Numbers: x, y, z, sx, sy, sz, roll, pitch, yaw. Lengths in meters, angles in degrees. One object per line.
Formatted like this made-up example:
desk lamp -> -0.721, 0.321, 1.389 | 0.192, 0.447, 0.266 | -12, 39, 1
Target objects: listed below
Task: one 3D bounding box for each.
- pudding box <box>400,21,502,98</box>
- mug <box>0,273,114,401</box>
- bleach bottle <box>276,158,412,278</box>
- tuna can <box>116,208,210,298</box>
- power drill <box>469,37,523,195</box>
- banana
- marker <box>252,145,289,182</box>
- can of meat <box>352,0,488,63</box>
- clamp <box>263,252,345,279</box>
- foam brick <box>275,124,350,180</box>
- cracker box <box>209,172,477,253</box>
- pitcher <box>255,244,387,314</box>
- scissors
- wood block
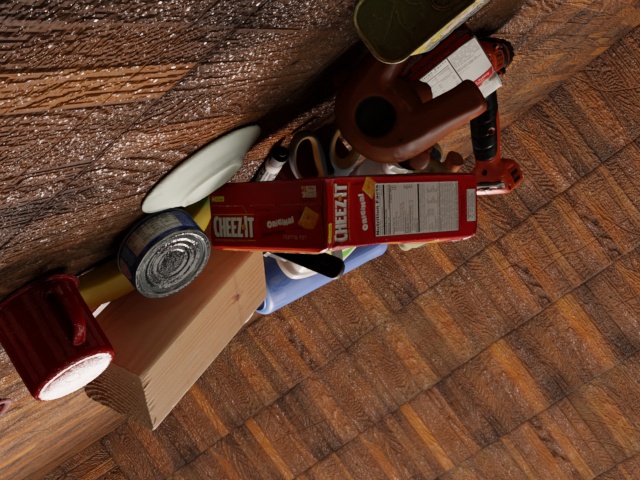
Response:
pudding box -> 0.142, -0.180, 1.166 | 0.090, 0.039, 0.113 | -36, 147, 10
mug -> -0.232, 0.082, 0.941 | 0.093, 0.081, 0.117 | -21, 158, -41
bleach bottle -> 0.032, -0.037, 1.260 | 0.102, 0.068, 0.251 | -18, 165, -30
tuna can -> -0.148, 0.013, 1.016 | 0.086, 0.034, 0.086 | -28, 144, -23
power drill -> 0.212, -0.158, 1.332 | 0.057, 0.187, 0.184 | -4, -167, 26
banana -> -0.179, 0.014, 1.052 | 0.197, 0.037, 0.069 | -38, 148, -10
marker -> -0.056, -0.074, 1.152 | 0.020, 0.020, 0.121 | -34, 175, -23
can of meat -> 0.085, -0.186, 0.825 | 0.102, 0.057, 0.083 | -38, 178, 24
clamp -> -0.058, 0.002, 1.245 | 0.036, 0.164, 0.210 | -63, -174, -5
foam brick -> -0.009, -0.083, 1.194 | 0.078, 0.053, 0.051 | -34, 175, -10
cracker box -> 0.024, -0.027, 1.040 | 0.213, 0.072, 0.164 | -5, -177, -43
pitcher -> -0.014, 0.017, 1.693 | 0.242, 0.145, 0.149 | -31, 159, -27
scissors -> 0.024, -0.054, 1.174 | 0.096, 0.016, 0.201 | -37, 134, -9
wood block -> -0.150, 0.080, 1.099 | 0.205, 0.090, 0.091 | -50, 150, -37
